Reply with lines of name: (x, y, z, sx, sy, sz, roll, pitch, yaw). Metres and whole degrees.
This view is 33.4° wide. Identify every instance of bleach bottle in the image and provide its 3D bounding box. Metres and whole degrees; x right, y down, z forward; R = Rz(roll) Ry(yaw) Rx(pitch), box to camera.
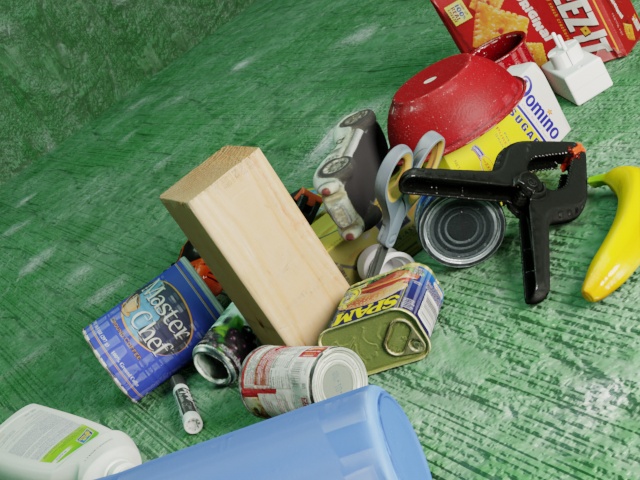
bleach bottle: (-0.259, 0.227, 1.083, 0.102, 0.068, 0.251, -45, 26, -29)

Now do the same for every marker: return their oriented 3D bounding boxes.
marker: (-0.140, 0.167, 1.104, 0.020, 0.020, 0.121, -35, 20, -5)

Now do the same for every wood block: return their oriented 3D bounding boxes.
wood block: (-0.056, 0.016, 1.052, 0.090, 0.206, 0.091, -40, 21, -18)

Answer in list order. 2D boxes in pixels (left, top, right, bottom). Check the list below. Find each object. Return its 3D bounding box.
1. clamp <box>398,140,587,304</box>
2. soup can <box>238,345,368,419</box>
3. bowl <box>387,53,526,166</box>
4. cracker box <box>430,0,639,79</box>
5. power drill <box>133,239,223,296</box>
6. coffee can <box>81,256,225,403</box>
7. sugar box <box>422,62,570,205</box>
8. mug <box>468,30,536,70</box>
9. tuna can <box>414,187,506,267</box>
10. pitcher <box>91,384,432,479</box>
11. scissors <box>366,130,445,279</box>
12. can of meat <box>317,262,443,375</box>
clamp: (0.191, -0.033, 0.976, 0.209, 0.165, 0.036, -25, -25, -38)
soup can: (-0.016, 0.126, 0.945, 0.102, 0.068, 0.068, -7, 33, 49)
bowl: (0.127, -0.144, 1.094, 0.162, 0.055, 0.162, -29, 20, 12)
cracker box: (0.261, -0.281, 1.316, 0.214, 0.164, 0.072, -11, 31, 46)
power drill: (-0.168, 0.007, 1.368, 0.185, 0.057, 0.187, -18, 51, 48)
coffee can: (-0.179, 0.099, 1.193, 0.140, 0.102, 0.103, -36, 21, -7)
sugar box: (0.188, -0.103, 1.126, 0.176, 0.093, 0.048, -44, 24, -26)
mug: (0.215, -0.192, 1.301, 0.117, 0.081, 0.093, -16, 26, 37)
tuna can: (0.134, -0.018, 1.024, 0.086, 0.086, 0.033, -28, 23, 13)
pitcher: (-0.047, 0.199, 0.752, 0.243, 0.145, 0.149, -25, 61, 14)
scissors: (0.057, -0.012, 0.991, 0.016, 0.096, 0.202, 33, 104, 29)
can of meat: (0.058, 0.072, 0.976, 0.102, 0.057, 0.083, -21, 21, 29)
